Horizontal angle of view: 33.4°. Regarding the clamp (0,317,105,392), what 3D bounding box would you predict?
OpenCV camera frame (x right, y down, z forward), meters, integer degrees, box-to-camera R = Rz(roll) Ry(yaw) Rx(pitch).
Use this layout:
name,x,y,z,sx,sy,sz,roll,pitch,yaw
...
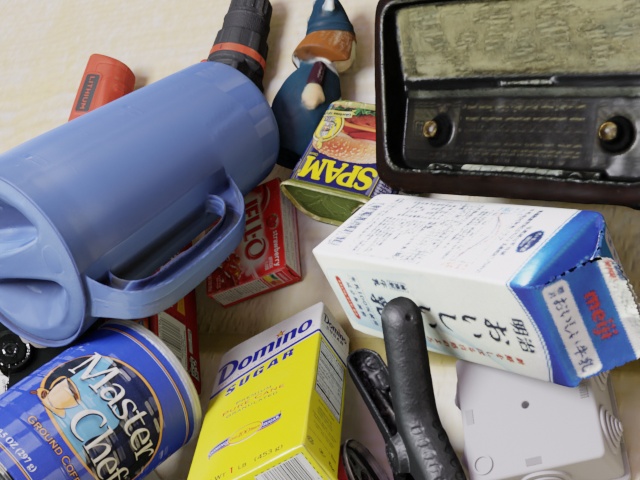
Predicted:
name,x,y,z,sx,sy,sz,roll,pitch,yaw
clamp,-0.220,0.095,0.771,0.164,0.036,0.209,45,64,7

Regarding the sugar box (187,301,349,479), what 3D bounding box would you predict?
name,x,y,z,sx,sy,sz,roll,pitch,yaw
sugar box,-0.032,0.115,0.708,0.093,0.048,0.176,-29,22,15

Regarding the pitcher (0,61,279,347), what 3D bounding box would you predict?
name,x,y,z,sx,sy,sz,roll,pitch,yaw
pitcher,-0.130,-0.035,0.770,0.145,0.149,0.242,-28,8,47

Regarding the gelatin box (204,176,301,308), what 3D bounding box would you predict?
name,x,y,z,sx,sy,sz,roll,pitch,yaw
gelatin box,-0.056,0.001,0.855,0.073,0.030,0.089,-21,54,22

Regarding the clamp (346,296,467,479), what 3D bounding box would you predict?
name,x,y,z,sx,sy,sz,roll,pitch,yaw
clamp,0.060,0.120,0.656,0.039,0.120,0.171,-17,63,-12

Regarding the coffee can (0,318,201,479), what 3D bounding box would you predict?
name,x,y,z,sx,sy,sz,roll,pitch,yaw
coffee can,-0.163,0.129,0.700,0.103,0.103,0.140,13,35,38

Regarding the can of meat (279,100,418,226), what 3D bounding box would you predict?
name,x,y,z,sx,sy,sz,roll,pitch,yaw
can of meat,0.033,-0.056,0.815,0.102,0.057,0.084,15,69,38

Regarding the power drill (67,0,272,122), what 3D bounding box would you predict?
name,x,y,z,sx,sy,sz,roll,pitch,yaw
power drill,-0.136,-0.143,0.977,0.188,0.057,0.184,-3,61,32
